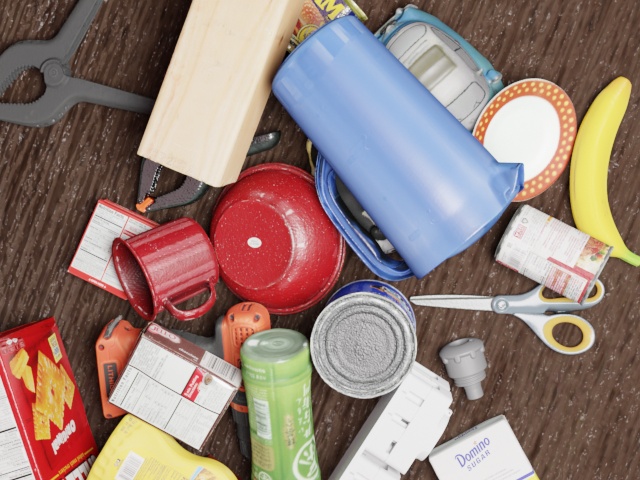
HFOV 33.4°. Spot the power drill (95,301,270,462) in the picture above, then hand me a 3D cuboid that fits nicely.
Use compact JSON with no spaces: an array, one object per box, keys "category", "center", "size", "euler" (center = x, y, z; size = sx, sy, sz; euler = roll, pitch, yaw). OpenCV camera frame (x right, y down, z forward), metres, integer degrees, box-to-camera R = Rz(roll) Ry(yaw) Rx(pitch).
[{"category":"power drill","center":[-0.137,0.152,1.134],"size":[0.188,0.057,0.184],"euler":[0,110,7]}]

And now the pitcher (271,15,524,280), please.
[{"category":"pitcher","center":[0.061,-0.085,1.018],"size":[0.149,0.145,0.243],"euler":[-40,86,-11]}]

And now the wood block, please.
[{"category":"wood block","center":[-0.096,-0.167,1.060],"size":[0.090,0.090,0.206],"euler":[23,99,5]}]

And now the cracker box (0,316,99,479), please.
[{"category":"cracker box","center":[-0.297,0.197,1.105],"size":[0.072,0.164,0.214],"euler":[-19,91,7]}]

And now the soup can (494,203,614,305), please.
[{"category":"soup can","center":[0.238,0.014,1.091],"size":[0.102,0.068,0.068],"euler":[28,95,14]}]

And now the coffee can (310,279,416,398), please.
[{"category":"coffee can","center":[0.046,0.096,1.083],"size":[0.103,0.140,0.103],"euler":[0,93,5]}]

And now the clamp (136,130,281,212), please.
[{"category":"clamp","center":[-0.127,-0.090,1.140],"size":[0.120,0.039,0.171],"euler":[35,100,7]}]

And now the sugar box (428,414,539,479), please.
[{"category":"sugar box","center":[0.195,0.282,1.128],"size":[0.093,0.048,0.176],"euler":[-28,87,6]}]

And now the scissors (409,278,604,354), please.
[{"category":"scissors","center":[0.203,0.085,1.131],"size":[0.202,0.016,0.096],"euler":[-13,90,5]}]

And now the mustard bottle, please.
[{"category":"mustard bottle","center":[-0.138,0.263,1.094],"size":[0.192,0.058,0.096],"euler":[31,90,8]}]

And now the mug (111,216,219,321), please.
[{"category":"mug","center":[-0.152,0.033,1.099],"size":[0.081,0.093,0.117],"euler":[-24,55,-27]}]

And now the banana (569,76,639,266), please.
[{"category":"banana","center":[0.292,-0.069,1.109],"size":[0.069,0.037,0.198],"euler":[-5,94,-14]}]

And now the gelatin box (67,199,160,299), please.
[{"category":"gelatin box","center":[-0.221,0.009,1.157],"size":[0.073,0.030,0.089],"euler":[25,94,4]}]

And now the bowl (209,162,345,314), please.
[{"category":"bowl","center":[-0.057,0.001,1.104],"size":[0.162,0.055,0.162],"euler":[3,98,24]}]

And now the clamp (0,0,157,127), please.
[{"category":"clamp","center":[-0.281,-0.191,1.148],"size":[0.210,0.036,0.164],"euler":[-15,92,6]}]

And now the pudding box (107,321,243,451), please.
[{"category":"pudding box","center":[-0.147,0.148,1.082],"size":[0.113,0.039,0.090],"euler":[30,112,-2]}]

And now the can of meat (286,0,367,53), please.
[{"category":"can of meat","center":[-0.016,-0.241,1.114],"size":[0.084,0.057,0.102],"euler":[-43,88,8]}]
